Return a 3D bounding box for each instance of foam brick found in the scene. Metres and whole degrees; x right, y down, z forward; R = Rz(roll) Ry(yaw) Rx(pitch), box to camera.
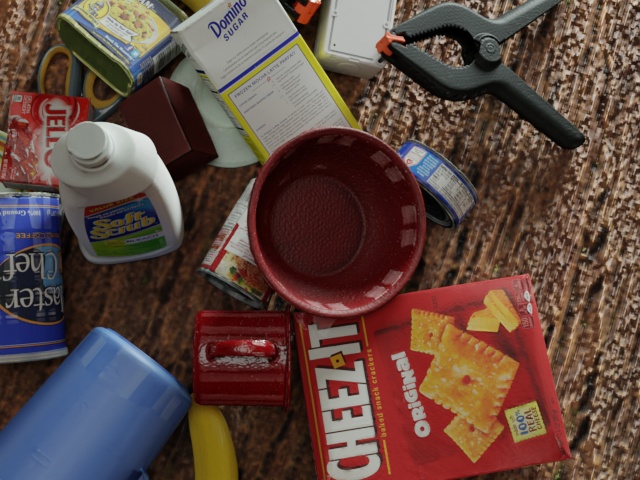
[{"bbox_3d":[-0.140,-0.101,0.982,0.053,0.051,0.078,-28,78,20],"label":"foam brick"}]

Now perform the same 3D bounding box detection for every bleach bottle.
[{"bbox_3d":[-0.174,-0.041,0.873,0.102,0.251,0.068,-8,77,-2],"label":"bleach bottle"}]

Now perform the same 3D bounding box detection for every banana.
[{"bbox_3d":[-0.105,0.231,0.919,0.069,0.037,0.198,14,77,4],"label":"banana"}]

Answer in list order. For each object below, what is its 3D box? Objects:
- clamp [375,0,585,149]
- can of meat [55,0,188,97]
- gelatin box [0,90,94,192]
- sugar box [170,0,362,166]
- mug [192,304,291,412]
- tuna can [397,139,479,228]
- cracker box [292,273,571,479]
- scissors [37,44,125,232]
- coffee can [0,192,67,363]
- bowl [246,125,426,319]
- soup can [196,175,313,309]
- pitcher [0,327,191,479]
[{"bbox_3d":[0.155,-0.181,0.992,0.209,0.036,0.164,10,73,-16],"label":"clamp"},{"bbox_3d":[-0.183,-0.195,0.998,0.102,0.057,0.083,40,65,8],"label":"can of meat"},{"bbox_3d":[-0.250,-0.090,0.979,0.073,0.030,0.089,5,77,-2],"label":"gelatin box"},{"bbox_3d":[-0.047,-0.141,0.963,0.093,0.048,0.176,-37,107,-9],"label":"sugar box"},{"bbox_3d":[-0.067,0.099,0.906,0.081,0.117,0.093,1,80,-4],"label":"mug"},{"bbox_3d":[0.099,-0.050,0.959,0.086,0.086,0.033,40,81,9],"label":"tuna can"},{"bbox_3d":[0.092,0.127,0.925,0.213,0.072,0.164,-9,77,-1],"label":"cracker box"},{"bbox_3d":[-0.220,-0.093,1.006,0.096,0.016,0.202,-10,77,-2],"label":"scissors"},{"bbox_3d":[-0.273,0.033,0.919,0.103,0.103,0.140,-3,89,-1],"label":"coffee can"},{"bbox_3d":[0.007,-0.014,0.912,0.162,0.055,0.162,1,87,-20],"label":"bowl"},{"bbox_3d":[-0.056,0.001,0.957,0.068,0.068,0.102,28,78,6],"label":"soup can"},{"bbox_3d":[-0.210,0.202,0.883,0.149,0.145,0.242,45,75,-27],"label":"pitcher"}]
